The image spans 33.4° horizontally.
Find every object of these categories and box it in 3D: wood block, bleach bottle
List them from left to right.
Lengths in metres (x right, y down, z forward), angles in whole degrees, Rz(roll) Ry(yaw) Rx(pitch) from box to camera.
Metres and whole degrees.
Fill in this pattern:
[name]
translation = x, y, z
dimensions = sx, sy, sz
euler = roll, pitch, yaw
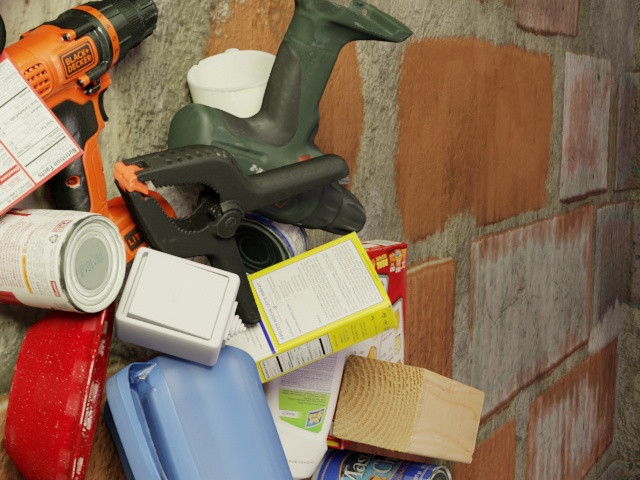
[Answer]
[bleach bottle]
translation = -0.030, 0.141, 1.092
dimensions = 0.102, 0.068, 0.251
euler = 10, 92, -18
[wood block]
translation = 0.103, 0.191, 1.188
dimensions = 0.205, 0.091, 0.090
euler = 30, 70, -61

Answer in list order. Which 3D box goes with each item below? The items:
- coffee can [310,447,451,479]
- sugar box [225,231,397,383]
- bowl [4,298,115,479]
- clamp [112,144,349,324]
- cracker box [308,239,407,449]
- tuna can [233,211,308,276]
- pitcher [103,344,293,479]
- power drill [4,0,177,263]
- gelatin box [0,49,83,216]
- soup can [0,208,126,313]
[coffee can]
translation = 0.070, 0.301, 1.238
dimensions = 0.102, 0.140, 0.103
euler = -16, 108, -61
[sugar box]
translation = -0.030, 0.068, 0.957
dimensions = 0.048, 0.176, 0.093
euler = 71, -5, -51
[bowl]
translation = -0.187, 0.110, 0.761
dimensions = 0.162, 0.055, 0.162
euler = -171, -89, -84
[clamp]
translation = -0.072, -0.029, 0.844
dimensions = 0.164, 0.036, 0.209
euler = -55, 139, 3
[cracker box]
translation = 0.034, 0.111, 1.219
dimensions = 0.164, 0.072, 0.214
euler = -10, 104, -61
[tuna can]
translation = -0.057, 0.001, 1.009
dimensions = 0.033, 0.086, 0.086
euler = -55, 140, -42
[pitcher]
translation = -0.081, 0.206, 0.816
dimensions = 0.149, 0.243, 0.145
euler = -5, 138, -26
[power drill]
translation = -0.168, -0.083, 0.815
dimensions = 0.184, 0.057, 0.187
euler = -44, 129, -47
[gelatin box]
translation = -0.211, -0.071, 0.698
dimensions = 0.073, 0.030, 0.089
euler = -39, 116, -9
[soup can]
translation = -0.193, 0.012, 0.728
dimensions = 0.068, 0.102, 0.068
euler = -15, 107, -62
